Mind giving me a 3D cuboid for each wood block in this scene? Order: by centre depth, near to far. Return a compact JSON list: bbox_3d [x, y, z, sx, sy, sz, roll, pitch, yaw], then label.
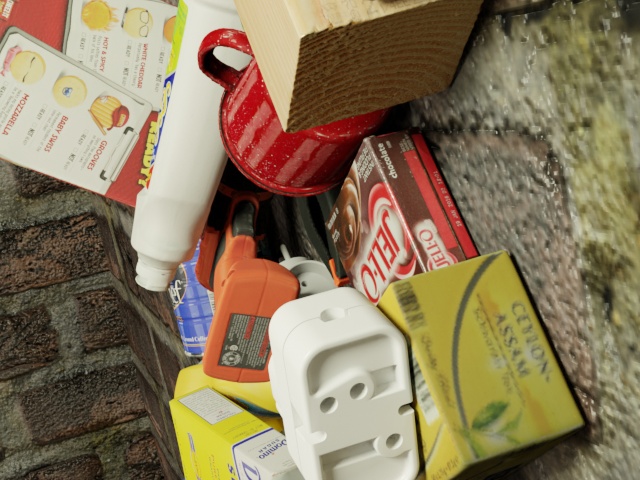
[{"bbox_3d":[-0.007,-0.170,0.524,0.091,0.090,0.206,103,149,-67],"label":"wood block"}]

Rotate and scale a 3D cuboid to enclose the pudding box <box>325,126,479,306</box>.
[{"bbox_3d":[0.044,0.001,0.612,0.114,0.039,0.090,111,140,-64],"label":"pudding box"}]

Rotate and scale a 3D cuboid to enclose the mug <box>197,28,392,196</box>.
[{"bbox_3d":[-0.016,-0.087,0.616,0.093,0.117,0.082,-63,8,-22],"label":"mug"}]

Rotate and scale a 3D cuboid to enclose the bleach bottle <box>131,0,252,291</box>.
[{"bbox_3d":[-0.095,-0.074,0.788,0.102,0.068,0.251,-112,36,-63],"label":"bleach bottle"}]

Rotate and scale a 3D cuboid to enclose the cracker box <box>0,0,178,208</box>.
[{"bbox_3d":[-0.185,-0.127,0.859,0.164,0.213,0.072,-69,20,4],"label":"cracker box"}]

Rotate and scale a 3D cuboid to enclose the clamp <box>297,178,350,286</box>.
[{"bbox_3d":[-0.002,-0.057,0.717,0.120,0.039,0.171,107,141,-70],"label":"clamp"}]

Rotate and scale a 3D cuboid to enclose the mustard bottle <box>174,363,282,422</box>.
[{"bbox_3d":[-0.054,0.131,0.953,0.192,0.096,0.058,-25,50,59],"label":"mustard bottle"}]

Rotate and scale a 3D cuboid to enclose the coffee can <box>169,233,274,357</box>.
[{"bbox_3d":[-0.093,0.025,0.981,0.103,0.102,0.140,-171,66,-73],"label":"coffee can"}]

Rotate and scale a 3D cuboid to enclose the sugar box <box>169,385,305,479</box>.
[{"bbox_3d":[-0.059,0.189,0.858,0.176,0.048,0.093,20,125,57],"label":"sugar box"}]

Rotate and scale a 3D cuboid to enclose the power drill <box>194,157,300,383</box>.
[{"bbox_3d":[-0.055,0.001,0.811,0.187,0.057,0.185,-101,21,-55],"label":"power drill"}]
